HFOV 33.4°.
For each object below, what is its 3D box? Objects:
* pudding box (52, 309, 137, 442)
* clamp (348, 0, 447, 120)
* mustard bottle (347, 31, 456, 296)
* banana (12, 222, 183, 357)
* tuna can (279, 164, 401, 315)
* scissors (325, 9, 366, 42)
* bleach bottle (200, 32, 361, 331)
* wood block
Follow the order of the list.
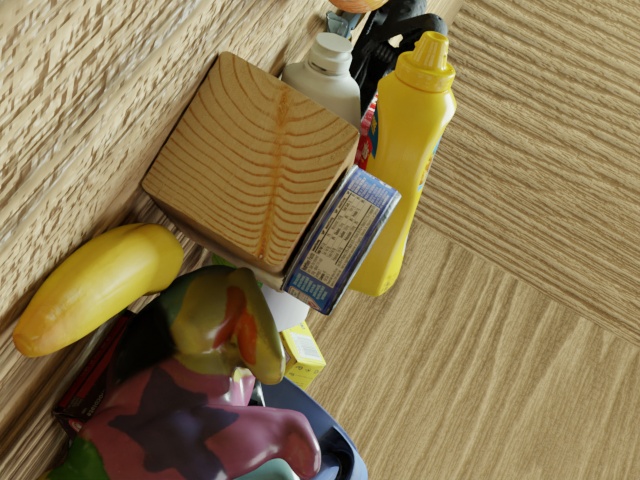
[{"bbox_3d":[-0.126,0.117,0.732,0.090,0.039,0.113,-58,150,-32],"label":"pudding box"},{"bbox_3d":[0.058,-0.164,0.894,0.165,0.036,0.209,-45,-162,39],"label":"clamp"},{"bbox_3d":[0.055,-0.060,0.774,0.096,0.058,0.192,-72,179,-59],"label":"mustard bottle"},{"bbox_3d":[-0.105,0.022,0.562,0.069,0.037,0.198,-61,177,2],"label":"banana"},{"bbox_3d":[0.012,0.001,0.622,0.086,0.034,0.086,-59,177,-6],"label":"tuna can"},{"bbox_3d":[0.023,-0.192,0.896,0.096,0.016,0.202,-61,178,-8],"label":"scissors"},{"bbox_3d":[-0.026,-0.049,0.840,0.067,0.103,0.251,-15,136,-38],"label":"bleach bottle"},{"bbox_3d":[-0.039,-0.032,0.673,0.091,0.090,0.206,-59,177,-7],"label":"wood block"}]
